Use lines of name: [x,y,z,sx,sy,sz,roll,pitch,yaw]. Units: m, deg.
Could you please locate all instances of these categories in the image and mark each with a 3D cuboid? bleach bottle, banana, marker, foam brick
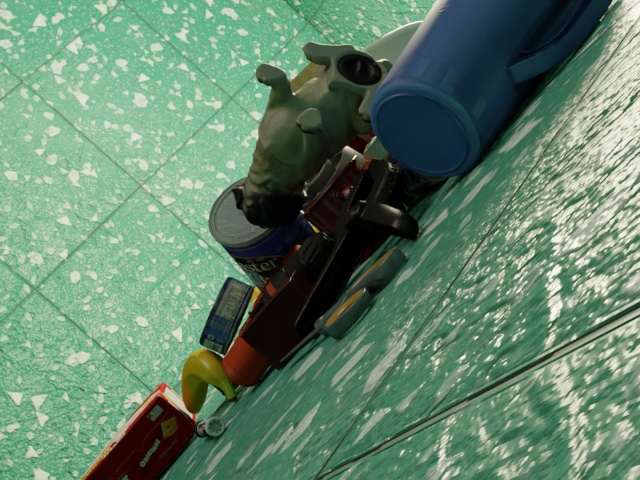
bleach bottle: [0.120,-0.211,1.322,0.103,0.068,0.250,-27,-3,14]
banana: [-0.139,0.164,1.255,0.037,0.069,0.198,-4,-11,-19]
marker: [-0.115,0.193,1.097,0.020,0.020,0.121,-49,2,-17]
foam brick: [-0.032,0.077,1.040,0.078,0.053,0.051,-48,2,14]

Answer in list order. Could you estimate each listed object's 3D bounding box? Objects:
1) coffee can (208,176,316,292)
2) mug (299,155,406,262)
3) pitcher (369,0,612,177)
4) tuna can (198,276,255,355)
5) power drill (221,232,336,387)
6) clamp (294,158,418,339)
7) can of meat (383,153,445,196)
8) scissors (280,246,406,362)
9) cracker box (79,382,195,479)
coffee can: [-0.059,0.002,1.297,0.103,0.140,0.103,-16,49,19]
mug: [0.039,-0.032,1.136,0.093,0.081,0.117,-49,2,-10]
pitcher: [0.153,-0.173,0.981,0.242,0.145,0.149,-54,-7,-33]
tuna can: [-0.106,0.085,1.206,0.086,0.034,0.086,154,140,-90]
power drill: [-0.034,0.058,1.160,0.184,0.057,0.187,-55,0,11]
clamp: [0.048,-0.019,0.992,0.165,0.036,0.209,-43,18,40]
can of meat: [0.119,-0.098,1.079,0.102,0.057,0.084,-49,4,-10]
scissors: [0.002,0.076,0.886,0.202,0.016,0.096,-47,3,38]
cracker box: [-0.232,0.270,1.357,0.164,0.072,0.214,-49,3,-7]
